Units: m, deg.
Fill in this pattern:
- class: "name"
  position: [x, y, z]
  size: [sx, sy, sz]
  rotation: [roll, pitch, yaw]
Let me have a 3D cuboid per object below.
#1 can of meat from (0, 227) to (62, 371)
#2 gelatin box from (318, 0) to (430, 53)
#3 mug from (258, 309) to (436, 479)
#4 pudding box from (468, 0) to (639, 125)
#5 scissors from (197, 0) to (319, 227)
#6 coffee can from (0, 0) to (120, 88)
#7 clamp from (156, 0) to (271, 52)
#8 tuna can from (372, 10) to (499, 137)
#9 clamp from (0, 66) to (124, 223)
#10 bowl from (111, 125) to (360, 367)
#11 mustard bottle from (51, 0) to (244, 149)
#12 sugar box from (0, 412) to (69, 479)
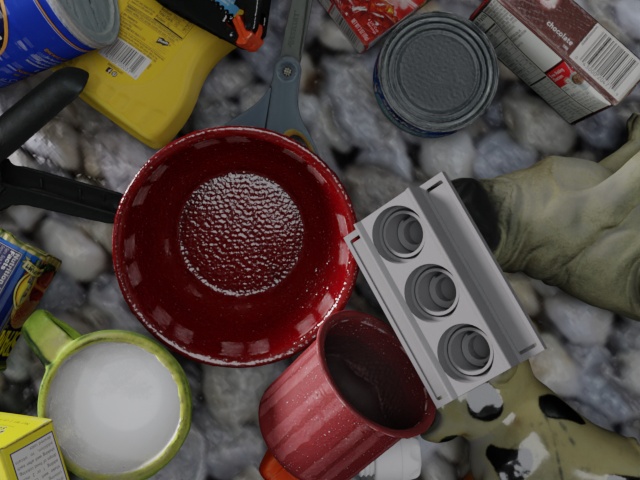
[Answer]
- class: "can of meat"
  position: [-0.214, 0.035, 0.687]
  size: [0.057, 0.102, 0.084]
  rotation: [28, 82, -3]
- class: "gelatin box"
  position: [0.031, -0.191, 0.758]
  size: [0.073, 0.030, 0.089]
  rotation: [-38, 91, -7]
- class: "mug"
  position: [0.017, 0.100, 0.695]
  size: [0.093, 0.117, 0.082]
  rotation: [41, 124, -3]
- class: "pudding box"
  position: [0.159, -0.134, 0.737]
  size: [0.113, 0.090, 0.039]
  rotation: [43, 85, -2]
- class: "scissors"
  position: [-0.042, -0.108, 0.741]
  size: [0.096, 0.016, 0.202]
  rotation: [-4, 95, -1]
- class: "coffee can"
  position: [-0.213, -0.147, 0.674]
  size: [0.140, 0.102, 0.103]
  rotation: [-19, 88, 15]
- class: "clamp"
  position: [-0.096, -0.213, 0.687]
  size: [0.165, 0.036, 0.210]
  rotation: [-20, 84, 14]
- class: "tuna can"
  position: [0.081, -0.116, 0.756]
  size: [0.086, 0.034, 0.086]
  rotation: [0, 87, -6]
- class: "clamp"
  position: [-0.211, -0.042, 0.710]
  size: [0.171, 0.039, 0.120]
  rotation: [-15, 124, 9]
- class: "bowl"
  position: [-0.055, 0.001, 0.715]
  size: [0.162, 0.055, 0.162]
  rotation: [0, 102, -1]
- class: "mustard bottle"
  position: [-0.090, -0.163, 0.730]
  size: [0.096, 0.058, 0.191]
  rotation: [35, 84, 12]
- class: "sugar box"
  position: [-0.183, 0.194, 0.656]
  size: [0.048, 0.094, 0.176]
  rotation: [-24, 107, -47]
